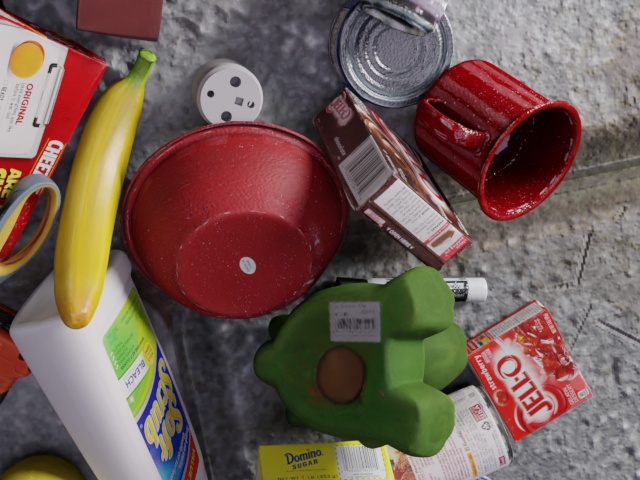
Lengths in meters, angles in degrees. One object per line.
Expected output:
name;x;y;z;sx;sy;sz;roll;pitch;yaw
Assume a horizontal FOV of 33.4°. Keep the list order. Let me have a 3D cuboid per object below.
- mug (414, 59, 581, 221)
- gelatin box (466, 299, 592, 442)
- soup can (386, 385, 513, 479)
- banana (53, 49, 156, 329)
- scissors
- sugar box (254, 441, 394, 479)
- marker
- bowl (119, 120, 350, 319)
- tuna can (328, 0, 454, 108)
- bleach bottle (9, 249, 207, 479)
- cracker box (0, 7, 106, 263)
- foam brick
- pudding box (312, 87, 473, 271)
mug;0.111;-0.074;0.735;0.117;0.082;0.093;4;120;-44
gelatin box;0.161;0.103;0.837;0.073;0.030;0.089;-30;107;-2
soup can;0.088;0.160;0.819;0.102;0.068;0.068;-23;107;-5
banana;-0.149;-0.030;0.702;0.037;0.070;0.198;14;68;-14
scissors;-0.238;0.038;0.673;0.202;0.016;0.096;-56;144;-4
sugar box;-0.006;0.217;0.790;0.093;0.048;0.176;0;136;-10
marker;0.066;0.037;0.808;0.121;0.020;0.020;1;104;-11
bowl;-0.055;0.001;0.729;0.162;0.055;0.162;-5;128;-7
tuna can;0.050;-0.137;0.752;0.086;0.034;0.086;-3;105;-10
bleach bottle;-0.128;0.138;0.767;0.068;0.102;0.251;-13;115;20
cracker box;-0.256;-0.079;0.636;0.213;0.072;0.164;18;104;-55
foam brick;-0.129;-0.161;0.690;0.053;0.078;0.051;6;105;-12
pudding box;0.047;-0.042;0.724;0.039;0.113;0.090;-41;128;17
